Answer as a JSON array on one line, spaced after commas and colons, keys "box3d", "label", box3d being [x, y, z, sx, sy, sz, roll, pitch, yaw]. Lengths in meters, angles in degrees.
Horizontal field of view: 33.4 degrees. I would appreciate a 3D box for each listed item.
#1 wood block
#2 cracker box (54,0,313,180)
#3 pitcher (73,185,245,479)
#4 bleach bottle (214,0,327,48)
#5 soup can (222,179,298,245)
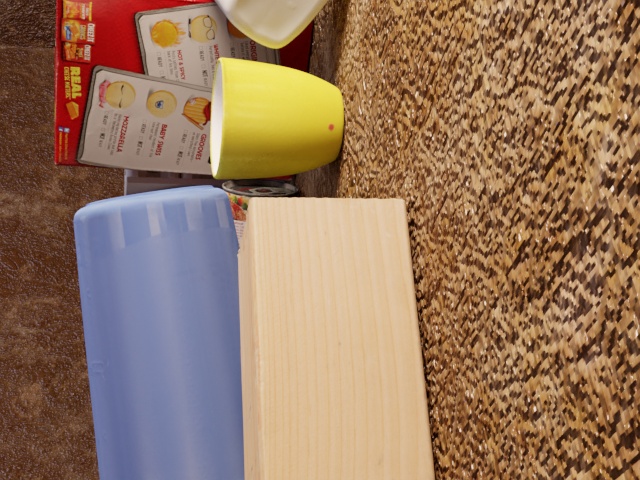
[{"box3d": [0.005, 0.087, 0.588, 0.090, 0.090, 0.206, 111, 157, -64], "label": "wood block"}, {"box3d": [-0.123, -0.144, 0.939, 0.072, 0.213, 0.164, -104, 19, -58], "label": "cracker box"}, {"box3d": [-0.106, 0.089, 0.746, 0.145, 0.149, 0.243, -15, -84, -81], "label": "pitcher"}, {"box3d": [-0.055, -0.240, 0.855, 0.103, 0.068, 0.251, -50, 31, 14], "label": "bleach bottle"}, {"box3d": [-0.056, 0.001, 0.957, 0.068, 0.068, 0.102, -127, 39, -72], "label": "soup can"}]
